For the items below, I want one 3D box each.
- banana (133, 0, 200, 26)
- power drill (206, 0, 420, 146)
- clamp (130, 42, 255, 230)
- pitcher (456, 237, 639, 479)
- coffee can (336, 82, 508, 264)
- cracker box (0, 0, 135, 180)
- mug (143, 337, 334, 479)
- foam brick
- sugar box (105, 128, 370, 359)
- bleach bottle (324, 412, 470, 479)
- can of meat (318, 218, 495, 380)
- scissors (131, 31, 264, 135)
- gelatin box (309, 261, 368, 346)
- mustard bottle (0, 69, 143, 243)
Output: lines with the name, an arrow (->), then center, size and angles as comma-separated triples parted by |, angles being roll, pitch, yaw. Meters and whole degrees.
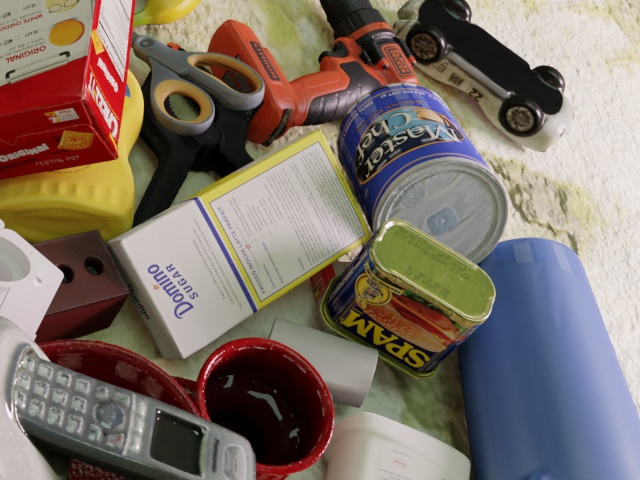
banana -> -0.131, -0.256, 0.951 | 0.069, 0.037, 0.197 | 17, 50, -19
power drill -> -0.003, -0.159, 0.938 | 0.187, 0.057, 0.184 | -13, 64, -36
clamp -> -0.084, -0.069, 0.838 | 0.164, 0.036, 0.210 | 4, 53, -26
pitcher -> 0.172, 0.126, 0.793 | 0.145, 0.149, 0.243 | 2, 52, -11
coffee can -> 0.076, -0.049, 0.840 | 0.102, 0.103, 0.140 | 14, 27, -21
cracker box -> -0.217, -0.141, 0.744 | 0.164, 0.072, 0.213 | -9, 54, 10
mug -> -0.061, 0.118, 0.684 | 0.117, 0.082, 0.093 | 19, 50, -17
foam brick -> -0.175, 0.034, 0.701 | 0.078, 0.051, 0.053 | -16, 67, -37
sugar box -> -0.055, 0.001, 0.756 | 0.176, 0.048, 0.093 | -31, 100, -25
bleach bottle -> 0.031, 0.238, 0.663 | 0.102, 0.068, 0.250 | 25, 51, -12
can of meat -> 0.063, 0.042, 0.766 | 0.102, 0.084, 0.057 | 31, 47, -5
scissors -> -0.141, -0.137, 0.837 | 0.202, 0.016, 0.096 | 22, 51, 15
gelatin box -> 0.042, 0.054, 0.826 | 0.089, 0.030, 0.073 | 3, 54, -27
mustard bottle -> -0.179, -0.087, 0.782 | 0.096, 0.058, 0.191 | 2, 53, -5
